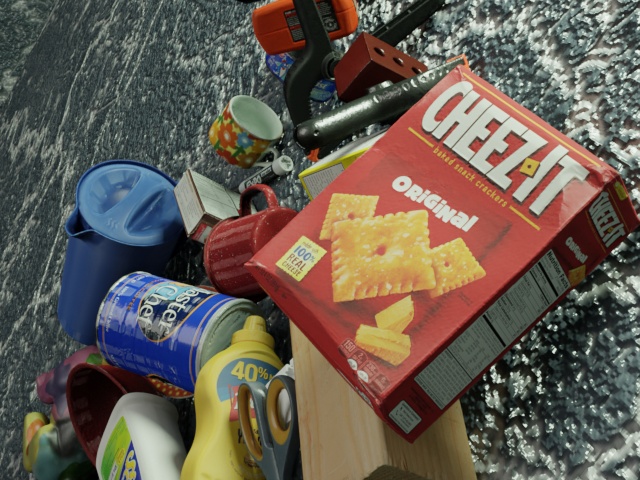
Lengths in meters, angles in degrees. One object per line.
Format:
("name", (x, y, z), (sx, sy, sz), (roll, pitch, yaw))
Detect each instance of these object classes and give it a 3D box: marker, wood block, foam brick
("marker", (-0.071, -0.069, 1.229), (0.121, 0.020, 0.020), (-26, 47, 51))
("wood block", (0.042, 0.115, 0.801), (0.090, 0.090, 0.206), (-46, 33, 32))
("foam brick", (0.059, -0.148, 0.996), (0.051, 0.078, 0.053), (-50, 31, 31))

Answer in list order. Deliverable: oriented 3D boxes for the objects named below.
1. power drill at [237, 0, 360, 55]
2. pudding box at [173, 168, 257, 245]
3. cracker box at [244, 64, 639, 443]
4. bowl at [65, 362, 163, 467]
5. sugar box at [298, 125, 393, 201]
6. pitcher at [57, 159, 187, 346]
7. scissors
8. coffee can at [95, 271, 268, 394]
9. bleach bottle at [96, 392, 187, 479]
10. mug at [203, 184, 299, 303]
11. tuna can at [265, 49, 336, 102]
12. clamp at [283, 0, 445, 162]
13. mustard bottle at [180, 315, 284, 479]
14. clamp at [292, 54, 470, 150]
("power drill", (-0.023, -0.267, 1.141), (0.185, 0.057, 0.187), (-14, 34, 16))
("pudding box", (-0.111, -0.026, 1.188), (0.039, 0.090, 0.113), (-57, 29, 16))
("cracker box", (0.077, 0.002, 0.723), (0.213, 0.072, 0.164), (-44, 50, -2))
("bowl", (-0.211, 0.198, 1.176), (0.162, 0.055, 0.162), (25, 127, 38))
("sugar box", (0.067, -0.074, 0.911), (0.093, 0.048, 0.177), (-33, 12, -32))
("pitcher", (-0.246, 0.023, 1.327), (0.243, 0.149, 0.145), (118, 166, -46))
("scissors", (-0.023, 0.196, 0.856), (0.096, 0.016, 0.202), (-51, 51, 42))
("coffee can", (-0.137, 0.094, 1.056), (0.141, 0.102, 0.103), (13, 78, 34))
("bleach bottle", (-0.148, 0.239, 0.974), (0.102, 0.068, 0.251), (-67, 25, 10))
("mug", (-0.057, 0.001, 1.064), (0.082, 0.093, 0.117), (-17, 75, 50))
("tuna can", (-0.017, -0.187, 1.153), (0.034, 0.086, 0.086), (-54, 29, 26))
("clamp", (0.029, -0.177, 1.054), (0.036, 0.164, 0.210), (-93, 12, -66))
("mustard bottle", (-0.069, 0.155, 0.961), (0.058, 0.096, 0.191), (-38, 38, 46))
("clamp", (0.050, -0.116, 0.920), (0.171, 0.039, 0.120), (-24, 12, 8))
